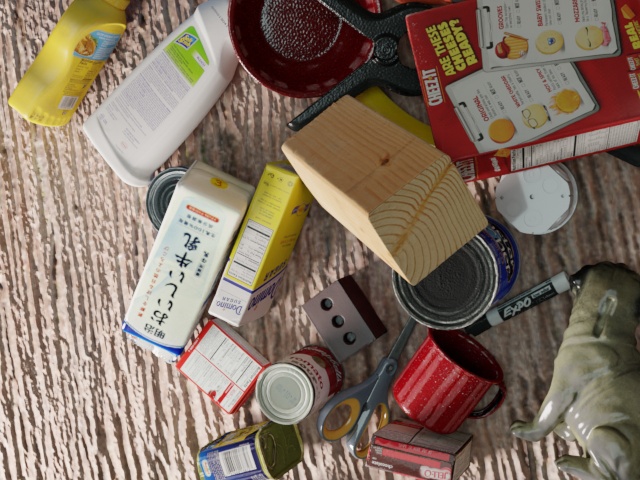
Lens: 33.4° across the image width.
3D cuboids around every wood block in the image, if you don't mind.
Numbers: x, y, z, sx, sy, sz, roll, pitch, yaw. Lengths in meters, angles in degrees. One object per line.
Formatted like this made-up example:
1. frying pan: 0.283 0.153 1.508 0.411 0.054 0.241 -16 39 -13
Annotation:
1. wood block: 0.054 -0.054 1.006 0.091 0.206 0.090 -38 121 -5

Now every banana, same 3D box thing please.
1. banana: 0.106 -0.118 1.118 0.198 0.037 0.069 22 72 13

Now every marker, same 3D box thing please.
1. marker: 0.203 0.068 1.107 0.121 0.020 0.020 -30 85 19

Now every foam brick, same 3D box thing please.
1. foam brick: 0.026 0.084 1.153 0.053 0.051 0.078 -36 83 18

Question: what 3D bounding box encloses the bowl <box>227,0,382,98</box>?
1. bowl: -0.018 -0.232 1.121 0.162 0.055 0.162 -1 102 -7

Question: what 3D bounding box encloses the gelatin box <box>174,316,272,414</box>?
1. gelatin box: -0.110 0.143 1.218 0.089 0.030 0.073 40 105 12

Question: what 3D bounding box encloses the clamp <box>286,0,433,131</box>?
1. clamp: 0.060 -0.185 1.091 0.210 0.036 0.164 6 102 -4

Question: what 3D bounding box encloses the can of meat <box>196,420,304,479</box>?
1. can of meat: -0.078 0.236 1.178 0.084 0.102 0.057 -19 89 22

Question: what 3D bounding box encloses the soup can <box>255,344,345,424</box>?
1. soup can: -0.021 0.154 1.150 0.069 0.102 0.068 2 95 19

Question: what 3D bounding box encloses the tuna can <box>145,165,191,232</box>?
1. tuna can: -0.155 -0.043 1.215 0.086 0.033 0.086 2 96 19

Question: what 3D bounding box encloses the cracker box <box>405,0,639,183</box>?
1. cracker box: 0.202 -0.154 1.003 0.214 0.072 0.164 -13 67 7

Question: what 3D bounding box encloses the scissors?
1. scissors: 0.054 0.140 1.140 0.016 0.096 0.202 33 112 56

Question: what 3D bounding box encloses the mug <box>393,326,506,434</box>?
1. mug: 0.138 0.150 1.109 0.117 0.093 0.082 25 111 -22

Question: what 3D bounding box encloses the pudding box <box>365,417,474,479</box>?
1. pudding box: 0.105 0.218 1.105 0.090 0.113 0.039 11 95 18

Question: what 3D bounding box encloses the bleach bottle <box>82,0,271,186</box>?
1. bleach bottle: -0.147 -0.178 1.186 0.251 0.068 0.102 -42 80 16

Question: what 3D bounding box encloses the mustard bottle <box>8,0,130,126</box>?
1. mustard bottle: -0.272 -0.220 1.206 0.058 0.096 0.192 41 106 12

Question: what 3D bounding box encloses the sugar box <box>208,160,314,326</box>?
1. sugar box: -0.057 0.002 1.154 0.048 0.093 0.176 23 103 14

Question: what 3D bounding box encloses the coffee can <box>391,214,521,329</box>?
1. coffee can: 0.138 0.027 1.062 0.103 0.140 0.103 2 96 19
